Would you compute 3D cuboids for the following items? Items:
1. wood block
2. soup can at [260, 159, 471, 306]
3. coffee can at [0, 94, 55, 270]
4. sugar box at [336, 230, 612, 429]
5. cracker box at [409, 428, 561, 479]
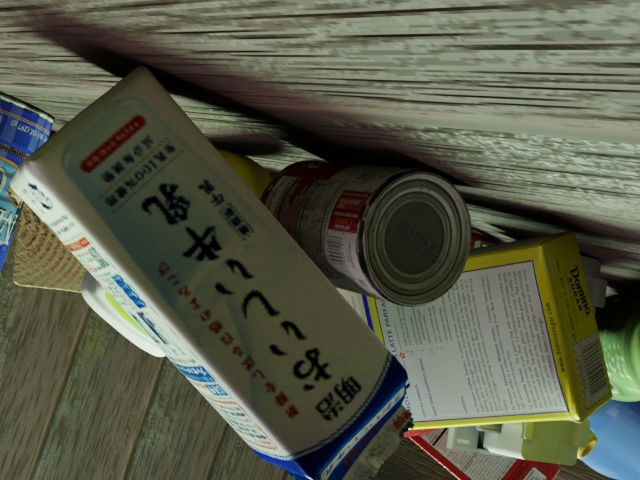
[{"bbox_3d":[-0.230,-0.013,1.023,0.090,0.090,0.206,7,-173,-9],"label":"wood block"},{"bbox_3d":[0.020,-0.006,0.548,0.068,0.068,0.102,21,174,-32],"label":"soup can"},{"bbox_3d":[-0.274,-0.043,0.811,0.103,0.140,0.103,18,176,1],"label":"coffee can"},{"bbox_3d":[0.063,0.055,0.589,0.177,0.093,0.048,-10,-176,41],"label":"sugar box"},{"bbox_3d":[0.111,0.150,0.942,0.214,0.072,0.164,38,-177,16],"label":"cracker box"}]
